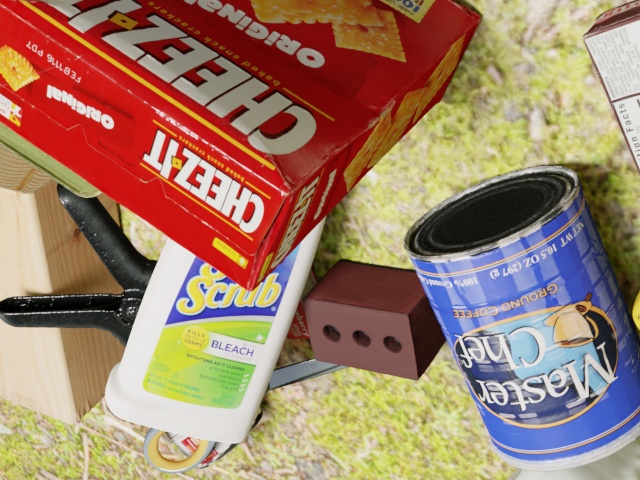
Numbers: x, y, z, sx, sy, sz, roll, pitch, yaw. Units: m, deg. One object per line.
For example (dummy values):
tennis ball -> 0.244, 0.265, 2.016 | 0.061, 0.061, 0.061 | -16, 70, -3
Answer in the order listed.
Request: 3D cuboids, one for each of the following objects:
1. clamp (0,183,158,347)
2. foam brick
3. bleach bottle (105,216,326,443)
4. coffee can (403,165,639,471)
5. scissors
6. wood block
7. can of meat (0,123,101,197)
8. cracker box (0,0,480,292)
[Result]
clamp -> -0.126, 0.031, 0.730 | 0.171, 0.039, 0.120 | 18, 122, -11
foam brick -> 0.037, 0.051, 0.697 | 0.078, 0.051, 0.053 | 7, 123, 29
bleach bottle -> -0.054, 0.001, 0.672 | 0.102, 0.068, 0.251 | 16, 107, -11
coffee can -> 0.120, 0.043, 0.603 | 0.103, 0.102, 0.140 | -12, 112, 38
scissors -> -0.053, 0.122, 0.769 | 0.202, 0.016, 0.096 | -2, 105, 9
wood block -> -0.209, 0.025, 0.814 | 0.090, 0.090, 0.206 | 15, 126, 23
can of meat -> -0.155, -0.077, 0.708 | 0.102, 0.083, 0.057 | 32, 109, 12
cracker box -> -0.036, -0.093, 0.540 | 0.164, 0.213, 0.072 | 33, 132, 10
